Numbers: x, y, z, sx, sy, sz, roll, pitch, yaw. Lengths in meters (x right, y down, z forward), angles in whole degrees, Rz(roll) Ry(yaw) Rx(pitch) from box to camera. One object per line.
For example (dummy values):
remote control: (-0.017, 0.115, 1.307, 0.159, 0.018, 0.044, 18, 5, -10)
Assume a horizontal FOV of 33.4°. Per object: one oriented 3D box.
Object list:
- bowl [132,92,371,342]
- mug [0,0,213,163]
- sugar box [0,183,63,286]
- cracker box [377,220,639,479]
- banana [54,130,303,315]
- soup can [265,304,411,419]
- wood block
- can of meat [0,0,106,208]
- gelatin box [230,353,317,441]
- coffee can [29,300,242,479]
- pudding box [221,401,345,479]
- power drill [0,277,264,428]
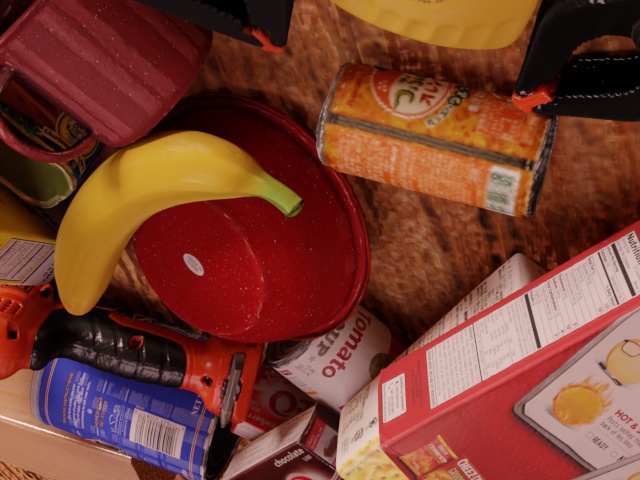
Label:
bowl: (-0.054, 0.001, 0.603, 0.162, 0.055, 0.162, 19, 128, 27)
mug: (-0.113, -0.090, 0.519, 0.081, 0.117, 0.093, 40, 162, -27)
sugar box: (-0.199, -0.021, 0.585, 0.093, 0.048, 0.176, 45, -175, 6)
cracker box: (0.159, 0.083, 0.522, 0.214, 0.072, 0.164, -33, 114, 18)
banana: (-0.095, -0.012, 0.558, 0.198, 0.037, 0.069, -23, 93, 43)
soup can: (0.023, 0.082, 0.691, 0.102, 0.068, 0.069, 40, 143, -18)
wood block: (-0.219, 0.145, 0.908, 0.206, 0.090, 0.091, 13, 143, 20)
can of meat: (-0.158, -0.080, 0.583, 0.102, 0.083, 0.058, 42, 142, -21)
gelatin box: (-0.008, 0.119, 0.754, 0.089, 0.073, 0.030, 26, 146, 1)
coffee can: (-0.128, 0.110, 0.794, 0.140, 0.102, 0.103, 18, 144, 11)
pudding box: (-0.003, 0.162, 0.707, 0.090, 0.039, 0.114, 37, 136, -12)
power drill: (-0.130, 0.057, 0.710, 0.187, 0.184, 0.057, 11, 107, -2)
